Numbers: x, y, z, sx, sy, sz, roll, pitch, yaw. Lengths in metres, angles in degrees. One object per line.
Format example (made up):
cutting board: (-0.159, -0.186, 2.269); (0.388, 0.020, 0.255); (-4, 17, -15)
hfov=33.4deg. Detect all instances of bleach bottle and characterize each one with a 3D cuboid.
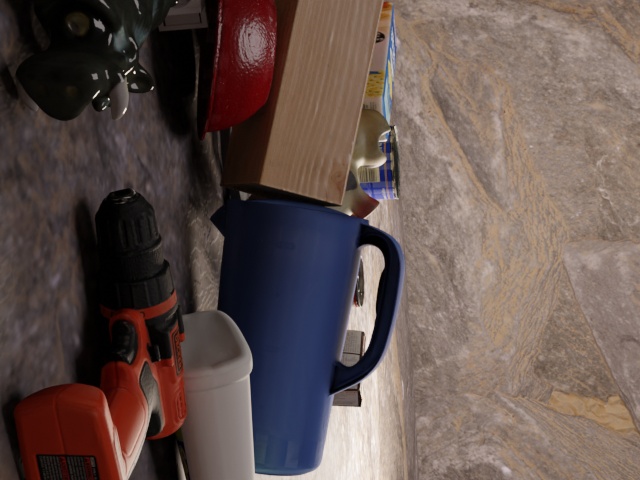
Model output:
bleach bottle: (-0.083, 0.188, 0.871); (0.103, 0.068, 0.251); (-127, -151, -61)

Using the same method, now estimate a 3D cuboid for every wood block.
wood block: (-0.017, -0.141, 0.996); (0.090, 0.090, 0.206); (3, -99, 61)

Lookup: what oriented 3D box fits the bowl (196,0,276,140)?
bowl: (-0.072, -0.165, 0.922); (0.162, 0.055, 0.162); (-177, -90, -79)

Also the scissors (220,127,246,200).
scissors: (-0.081, -0.036, 1.119); (0.096, 0.016, 0.202); (-62, 149, -67)

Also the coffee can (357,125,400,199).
coffee can: (0.036, -0.105, 1.471); (0.102, 0.140, 0.103); (-2, 90, -81)

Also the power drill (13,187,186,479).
power drill: (-0.129, 0.080, 0.670); (0.187, 0.057, 0.184); (-73, 159, -64)

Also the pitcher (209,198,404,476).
pitcher: (-0.026, 0.086, 0.972); (0.149, 0.144, 0.243); (7, -91, 60)
